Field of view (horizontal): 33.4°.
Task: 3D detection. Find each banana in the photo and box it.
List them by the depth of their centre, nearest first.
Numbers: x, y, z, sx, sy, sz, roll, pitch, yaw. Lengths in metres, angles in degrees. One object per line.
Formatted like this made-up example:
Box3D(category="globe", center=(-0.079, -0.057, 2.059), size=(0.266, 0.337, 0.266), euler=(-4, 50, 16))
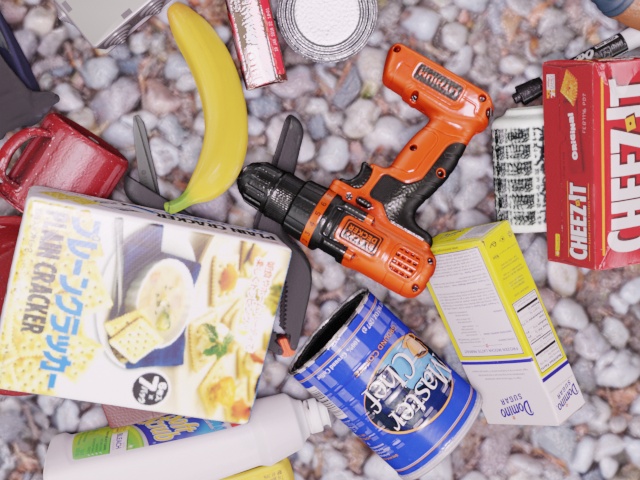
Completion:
Box3D(category="banana", center=(-0.095, -0.114, 0.903), size=(0.069, 0.037, 0.198), euler=(8, 66, -25))

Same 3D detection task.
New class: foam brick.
Box3D(category="foam brick", center=(-0.157, 0.130, 0.966), size=(0.078, 0.051, 0.053), euler=(-15, 99, 4))

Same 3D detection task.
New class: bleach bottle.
Box3D(category="bleach bottle", center=(-0.115, 0.185, 0.960), size=(0.250, 0.102, 0.068), euler=(-15, 103, -4))

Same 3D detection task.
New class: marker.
Box3D(category="marker", center=(0.223, -0.151, 0.929), size=(0.121, 0.020, 0.020), euler=(-27, 97, 6))

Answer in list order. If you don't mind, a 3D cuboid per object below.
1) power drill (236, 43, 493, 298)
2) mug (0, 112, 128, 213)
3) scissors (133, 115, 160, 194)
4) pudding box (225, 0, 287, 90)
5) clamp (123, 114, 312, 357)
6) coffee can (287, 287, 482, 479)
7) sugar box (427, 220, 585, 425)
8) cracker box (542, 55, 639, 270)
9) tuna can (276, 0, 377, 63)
Box3D(category="power drill", center=(0.045, -0.069, 0.904), size=(0.184, 0.057, 0.187), euler=(30, 85, 5))
Box3D(category="mug", center=(-0.226, -0.060, 0.910), size=(0.093, 0.117, 0.081), euler=(36, 94, 37))
Box3D(category="scissors", center=(-0.128, -0.008, 0.961), size=(0.096, 0.016, 0.202), euler=(6, 99, -1))
Box3D(category="pudding box", center=(-0.055, -0.171, 0.885), size=(0.039, 0.113, 0.090), euler=(-12, 98, -1))
Box3D(category="clamp", center=(-0.056, 0.001, 0.947), size=(0.164, 0.036, 0.210), euler=(-28, 102, -6))
Box3D(category="coffee can", center=(0.056, 0.125, 0.934), size=(0.140, 0.103, 0.103), euler=(43, 97, -5))
Box3D(category="sugar box", center=(0.155, 0.074, 0.929), size=(0.048, 0.094, 0.176), euler=(-32, 101, -32))
Box3D(category="cracker box", center=(0.289, -0.071, 0.874), size=(0.213, 0.072, 0.164), euler=(-8, 100, -24))
Box3D(category="tuna can", center=(0.006, -0.196, 0.920), size=(0.086, 0.034, 0.086), euler=(0, 99, 1))
